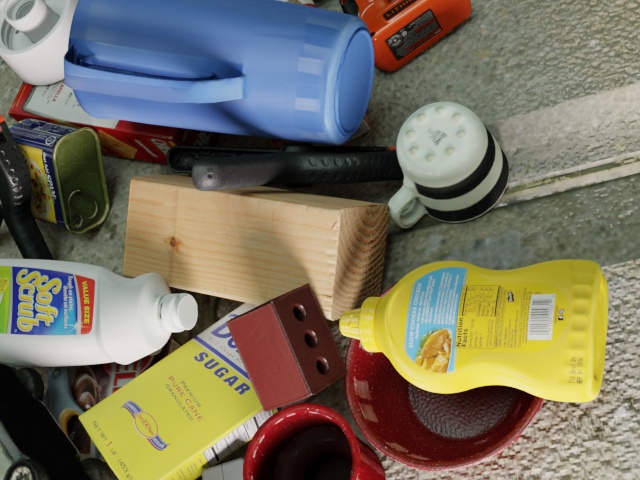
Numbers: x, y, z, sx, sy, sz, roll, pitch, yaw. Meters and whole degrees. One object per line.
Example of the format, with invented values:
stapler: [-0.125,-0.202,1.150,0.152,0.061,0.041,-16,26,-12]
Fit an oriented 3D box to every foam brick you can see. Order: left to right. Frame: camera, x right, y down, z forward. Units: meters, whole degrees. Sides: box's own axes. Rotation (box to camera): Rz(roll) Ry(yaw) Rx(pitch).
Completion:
foam brick: [-0.025,0.082,0.811,0.051,0.052,0.078,-24,89,35]

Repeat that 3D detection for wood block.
wood block: [-0.056,0.001,0.901,0.206,0.090,0.091,10,98,28]

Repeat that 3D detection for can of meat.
can of meat: [-0.260,-0.065,1.042,0.084,0.102,0.057,15,32,33]

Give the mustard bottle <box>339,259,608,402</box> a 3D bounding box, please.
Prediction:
mustard bottle: [0.104,0.062,0.763,0.192,0.058,0.096,0,67,25]

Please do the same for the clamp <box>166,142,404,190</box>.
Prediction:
clamp: [-0.023,-0.062,0.898,0.210,0.164,0.036,-1,100,-8]

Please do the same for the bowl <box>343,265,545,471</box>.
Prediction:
bowl: [0.101,0.102,0.814,0.162,0.055,0.162,-11,61,20]

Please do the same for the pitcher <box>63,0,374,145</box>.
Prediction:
pitcher: [-0.087,-0.148,0.906,0.243,0.145,0.149,12,69,19]

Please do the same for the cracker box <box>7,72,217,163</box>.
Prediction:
cracker box: [-0.187,-0.169,1.076,0.214,0.072,0.164,11,71,28]

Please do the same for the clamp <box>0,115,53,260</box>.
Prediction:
clamp: [-0.312,-0.042,1.033,0.120,0.171,0.039,13,32,33]

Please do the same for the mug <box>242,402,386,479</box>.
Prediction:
mug: [0.008,0.185,0.800,0.093,0.081,0.117,-48,56,-3]

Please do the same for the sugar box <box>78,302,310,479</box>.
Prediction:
sugar box: [-0.096,0.131,0.868,0.176,0.048,0.093,-36,59,-13]

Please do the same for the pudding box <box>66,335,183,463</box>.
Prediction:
pudding box: [-0.173,0.138,0.933,0.090,0.039,0.113,-2,64,24]

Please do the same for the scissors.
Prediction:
scissors: [-0.244,0.133,0.935,0.096,0.016,0.202,-29,54,4]

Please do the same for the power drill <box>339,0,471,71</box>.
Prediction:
power drill: [0.066,-0.263,1.015,0.184,0.057,0.188,-37,53,9]

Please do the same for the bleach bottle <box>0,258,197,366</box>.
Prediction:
bleach bottle: [-0.214,0.057,0.915,0.251,0.068,0.102,-4,59,28]
